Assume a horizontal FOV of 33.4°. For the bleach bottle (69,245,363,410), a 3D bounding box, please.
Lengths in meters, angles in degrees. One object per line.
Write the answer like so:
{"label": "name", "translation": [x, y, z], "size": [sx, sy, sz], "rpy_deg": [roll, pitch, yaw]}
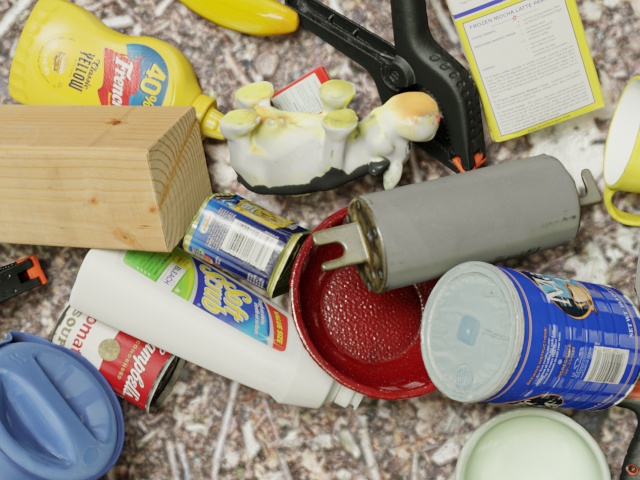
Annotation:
{"label": "bleach bottle", "translation": [-0.076, 0.070, 0.895], "size": [0.251, 0.102, 0.068], "rpy_deg": [26, 117, 0]}

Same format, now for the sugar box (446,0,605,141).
{"label": "sugar box", "translation": [0.151, -0.172, 0.828], "size": [0.093, 0.048, 0.176], "rpy_deg": [-19, 113, 9]}

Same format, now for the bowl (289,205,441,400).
{"label": "bowl", "translation": [0.049, 0.052, 0.867], "size": [0.162, 0.055, 0.162], "rpy_deg": [3, 75, -12]}

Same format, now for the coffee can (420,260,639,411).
{"label": "coffee can", "translation": [0.162, 0.075, 0.810], "size": [0.140, 0.103, 0.103], "rpy_deg": [10, 97, -35]}

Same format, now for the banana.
{"label": "banana", "translation": [-0.103, -0.230, 0.896], "size": [0.198, 0.037, 0.070], "rpy_deg": [48, 122, 4]}

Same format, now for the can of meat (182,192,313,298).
{"label": "can of meat", "translation": [-0.056, 0.001, 0.877], "size": [0.084, 0.102, 0.057], "rpy_deg": [27, 97, 9]}

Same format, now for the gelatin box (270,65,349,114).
{"label": "gelatin box", "translation": [-0.017, -0.093, 0.900], "size": [0.089, 0.030, 0.073], "rpy_deg": [-30, 90, 10]}

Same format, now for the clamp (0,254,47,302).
{"label": "clamp", "translation": [-0.326, 0.055, 0.937], "size": [0.171, 0.120, 0.039], "rpy_deg": [-21, 105, -12]}

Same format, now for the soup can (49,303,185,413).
{"label": "soup can", "translation": [-0.173, 0.095, 0.918], "size": [0.102, 0.068, 0.068], "rpy_deg": [27, 97, 7]}

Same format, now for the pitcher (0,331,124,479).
{"label": "pitcher", "translation": [-0.278, 0.205, 0.880], "size": [0.145, 0.149, 0.243], "rpy_deg": [41, 120, -11]}

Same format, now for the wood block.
{"label": "wood block", "translation": [-0.206, -0.055, 0.873], "size": [0.206, 0.090, 0.090], "rpy_deg": [3, 121, 19]}

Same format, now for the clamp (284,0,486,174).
{"label": "clamp", "translation": [0.071, -0.146, 0.842], "size": [0.036, 0.165, 0.210], "rpy_deg": [-40, 94, -31]}

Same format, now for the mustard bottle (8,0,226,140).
{"label": "mustard bottle", "translation": [-0.164, -0.130, 0.908], "size": [0.191, 0.058, 0.096], "rpy_deg": [24, 99, 7]}
